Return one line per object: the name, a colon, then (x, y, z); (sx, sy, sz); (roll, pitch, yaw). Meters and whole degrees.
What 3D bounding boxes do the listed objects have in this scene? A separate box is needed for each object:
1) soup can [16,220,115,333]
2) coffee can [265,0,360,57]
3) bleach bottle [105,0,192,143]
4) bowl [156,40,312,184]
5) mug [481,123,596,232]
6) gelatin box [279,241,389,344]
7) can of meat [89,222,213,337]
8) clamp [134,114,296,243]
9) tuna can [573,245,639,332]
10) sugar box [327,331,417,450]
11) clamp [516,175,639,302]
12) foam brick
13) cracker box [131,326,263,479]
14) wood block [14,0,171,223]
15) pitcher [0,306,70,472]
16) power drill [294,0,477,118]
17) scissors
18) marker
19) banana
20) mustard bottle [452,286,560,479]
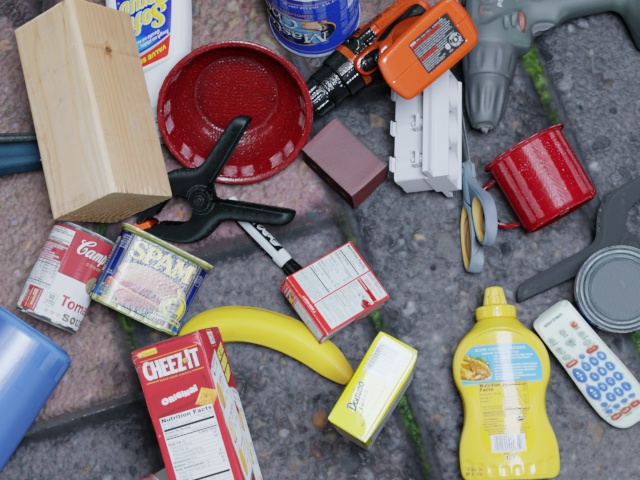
soup can: (-0.264, 0.038, 1.106); (0.068, 0.068, 0.102); (21, 79, 8)
coffee can: (-0.010, -0.268, 1.126); (0.103, 0.140, 0.103); (-1, 77, 3)
bleach bottle: (-0.179, -0.230, 1.169); (0.102, 0.068, 0.251); (-10, 78, 2)
bowl: (-0.089, -0.142, 1.121); (0.162, 0.055, 0.162); (-1, 121, -2)
mug: (0.218, -0.055, 1.095); (0.117, 0.093, 0.081); (-32, 81, 22)
gelatin box: (0.015, 0.053, 1.091); (0.089, 0.030, 0.073); (-29, 76, -29)
can of meat: (-0.175, 0.042, 1.095); (0.102, 0.057, 0.084); (28, 82, -15)
clamp: (-0.112, -0.039, 1.113); (0.172, 0.039, 0.120); (-32, 87, 20)
tuna can: (0.294, 0.049, 1.054); (0.086, 0.033, 0.086); (-1, 83, 7)
sugar box: (0.050, 0.146, 1.006); (0.048, 0.176, 0.093); (31, 80, 8)
clamp: (0.323, 0.019, 1.091); (0.164, 0.036, 0.210); (35, 85, 9)
foam brick: (0.026, -0.081, 1.125); (0.051, 0.053, 0.078); (-45, 77, -7)
cracker box: (-0.105, 0.193, 0.994); (0.072, 0.164, 0.214); (-17, 86, -1)
wood block: (-0.233, -0.130, 1.095); (0.090, 0.090, 0.206); (-21, 77, 31)
pitcher: (-0.366, 0.182, 1.057); (0.149, 0.145, 0.242); (35, 77, -2)
power drill: (0.064, -0.186, 1.085); (0.184, 0.188, 0.057); (-43, 110, -6)
scissors: (0.158, -0.068, 1.098); (0.016, 0.096, 0.202); (0, 79, -10)
marker: (-0.057, 0.001, 1.127); (0.020, 0.020, 0.121); (-43, 78, -7)
banana: (-0.061, 0.104, 1.097); (0.198, 0.037, 0.069); (5, 96, 6)
mustard bottle: (0.180, 0.141, 1.060); (0.096, 0.058, 0.191); (-5, 77, 8)
